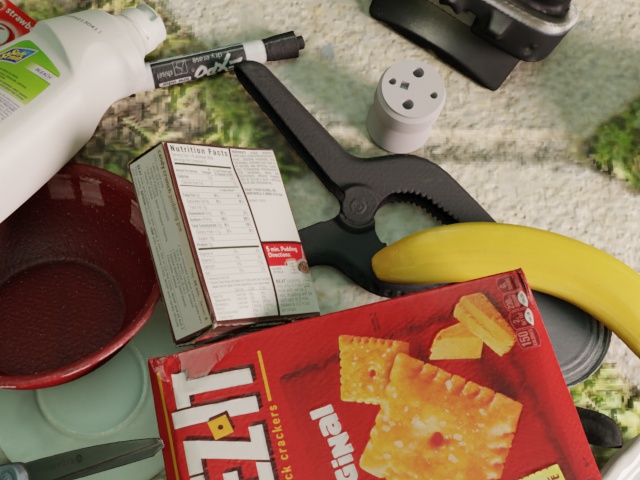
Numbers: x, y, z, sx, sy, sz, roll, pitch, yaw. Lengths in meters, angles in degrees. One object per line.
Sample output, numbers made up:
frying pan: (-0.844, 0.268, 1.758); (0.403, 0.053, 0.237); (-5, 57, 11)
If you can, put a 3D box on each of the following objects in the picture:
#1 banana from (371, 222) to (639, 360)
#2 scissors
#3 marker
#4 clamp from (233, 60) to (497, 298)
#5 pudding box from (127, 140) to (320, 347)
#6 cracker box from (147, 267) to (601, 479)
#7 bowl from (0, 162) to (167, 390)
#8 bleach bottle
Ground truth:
banana: (0.132, 0.026, 0.642); (0.198, 0.037, 0.069); (23, 71, 2)
scissors: (-0.171, 0.149, 0.576); (0.202, 0.016, 0.096); (-1, 86, 25)
marker: (-0.069, -0.120, 0.717); (0.121, 0.020, 0.020); (-14, 74, -10)
clamp: (0.014, -0.009, 0.679); (0.210, 0.036, 0.164); (21, 77, 2)
pudding box: (-0.054, 0.001, 0.611); (0.089, 0.039, 0.113); (-1, 67, -48)
cracker box: (0.029, 0.119, 0.560); (0.213, 0.072, 0.164); (-13, 64, -3)
bowl: (-0.164, 0.030, 0.625); (0.162, 0.055, 0.162); (-1, 51, 2)
bleach bottle: (-0.185, -0.065, 0.627); (0.103, 0.068, 0.250); (33, 57, 26)
